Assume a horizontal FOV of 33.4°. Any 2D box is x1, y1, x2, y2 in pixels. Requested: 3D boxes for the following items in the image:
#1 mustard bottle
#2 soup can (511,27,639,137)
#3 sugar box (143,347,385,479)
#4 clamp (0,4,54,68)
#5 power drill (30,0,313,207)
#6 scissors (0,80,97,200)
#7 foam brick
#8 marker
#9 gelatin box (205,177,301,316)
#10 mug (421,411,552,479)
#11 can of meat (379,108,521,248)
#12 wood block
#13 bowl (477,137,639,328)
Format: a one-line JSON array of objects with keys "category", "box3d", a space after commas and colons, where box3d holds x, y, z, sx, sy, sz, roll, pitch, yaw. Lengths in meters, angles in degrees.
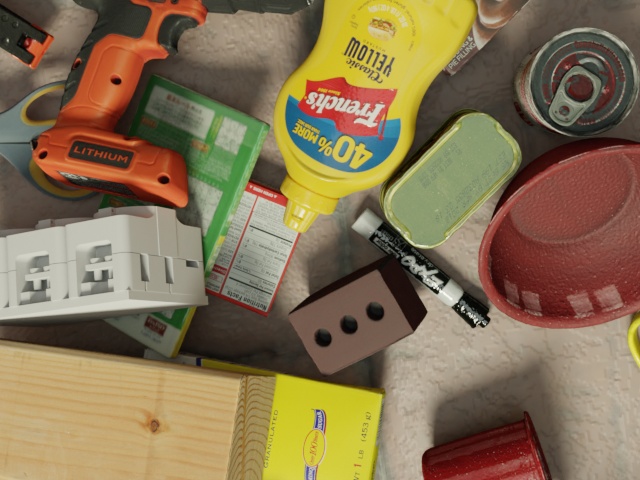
[{"category": "mustard bottle", "box3d": [0.022, -0.092, 0.715, 0.096, 0.058, 0.192, 28, 106, 6]}, {"category": "soup can", "box3d": [0.166, -0.103, 0.709, 0.068, 0.102, 0.068, 0, 96, 4]}, {"category": "sugar box", "box3d": [-0.047, 0.136, 0.759, 0.176, 0.048, 0.093, 9, 85, 9]}, {"category": "clamp", "box3d": [-0.266, -0.177, 0.726, 0.171, 0.120, 0.039, 30, 99, -4]}, {"category": "power drill", "box3d": [-0.106, -0.121, 0.723, 0.184, 0.057, 0.187, 10, 77, 13]}, {"category": "scissors", "box3d": [-0.240, -0.061, 0.758, 0.201, 0.016, 0.096, -15, 105, -12]}, {"category": "foam brick", "box3d": [0.026, 0.052, 0.751, 0.078, 0.051, 0.053, -30, 93, 22]}, {"category": "marker", "box3d": [0.074, 0.022, 0.770, 0.121, 0.020, 0.020, 40, 97, -1]}, {"category": "gelatin box", "box3d": [-0.055, 0.001, 0.772, 0.073, 0.030, 0.089, 22, 96, 0]}, {"category": "mug", "box3d": [0.125, 0.184, 0.757, 0.081, 0.093, 0.117, -19, 131, 10]}, {"category": "can of meat", "box3d": [0.088, -0.042, 0.730, 0.057, 0.084, 0.102, 44, 97, -1]}, {"category": "wood block", "box3d": [-0.145, 0.121, 0.713, 0.206, 0.090, 0.091, 7, 84, 13]}, {"category": "bowl", "box3d": [0.178, -0.014, 0.719, 0.162, 0.055, 0.162, -6, 132, -6]}]
